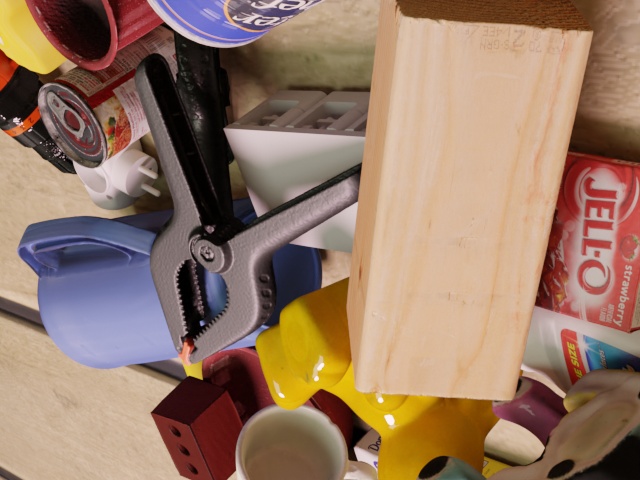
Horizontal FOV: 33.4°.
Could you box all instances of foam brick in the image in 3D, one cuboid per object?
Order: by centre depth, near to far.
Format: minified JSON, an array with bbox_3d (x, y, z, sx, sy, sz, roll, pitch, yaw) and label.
[{"bbox_3d":[-0.103,0.168,0.935,0.053,0.051,0.078,10,129,43],"label":"foam brick"}]

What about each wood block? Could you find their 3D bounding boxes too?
[{"bbox_3d":[0.069,-0.028,0.558,0.090,0.091,0.206,3,119,-4],"label":"wood block"}]

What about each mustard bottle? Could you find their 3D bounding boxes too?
[{"bbox_3d":[-0.238,-0.200,0.768,0.096,0.058,0.191,49,171,15],"label":"mustard bottle"}]

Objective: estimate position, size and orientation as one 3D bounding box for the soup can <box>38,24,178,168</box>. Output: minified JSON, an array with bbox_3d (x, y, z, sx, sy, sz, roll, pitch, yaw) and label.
[{"bbox_3d":[-0.143,-0.106,0.773,0.069,0.102,0.068,29,141,27],"label":"soup can"}]

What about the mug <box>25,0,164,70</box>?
[{"bbox_3d":[-0.151,-0.184,0.726,0.117,0.081,0.093,49,145,0],"label":"mug"}]

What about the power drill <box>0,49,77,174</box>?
[{"bbox_3d":[-0.301,-0.129,0.944,0.188,0.057,0.184,10,150,47],"label":"power drill"}]

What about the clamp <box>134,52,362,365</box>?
[{"bbox_3d":[-0.054,0.001,0.683,0.165,0.036,0.210,24,125,21],"label":"clamp"}]

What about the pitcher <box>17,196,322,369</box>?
[{"bbox_3d":[-0.122,0.029,0.852,0.243,0.148,0.145,-10,99,48],"label":"pitcher"}]

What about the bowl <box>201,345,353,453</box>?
[{"bbox_3d":[-0.026,0.139,0.918,0.162,0.055,0.162,29,141,27],"label":"bowl"}]

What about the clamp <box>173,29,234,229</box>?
[{"bbox_3d":[-0.079,-0.093,0.726,0.120,0.039,0.171,-107,7,-52],"label":"clamp"}]
